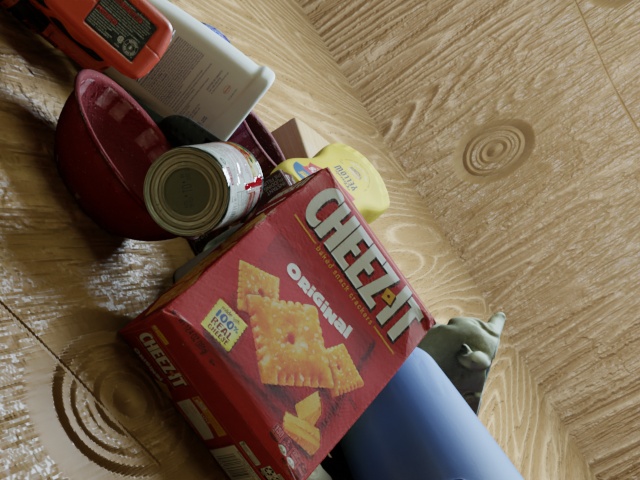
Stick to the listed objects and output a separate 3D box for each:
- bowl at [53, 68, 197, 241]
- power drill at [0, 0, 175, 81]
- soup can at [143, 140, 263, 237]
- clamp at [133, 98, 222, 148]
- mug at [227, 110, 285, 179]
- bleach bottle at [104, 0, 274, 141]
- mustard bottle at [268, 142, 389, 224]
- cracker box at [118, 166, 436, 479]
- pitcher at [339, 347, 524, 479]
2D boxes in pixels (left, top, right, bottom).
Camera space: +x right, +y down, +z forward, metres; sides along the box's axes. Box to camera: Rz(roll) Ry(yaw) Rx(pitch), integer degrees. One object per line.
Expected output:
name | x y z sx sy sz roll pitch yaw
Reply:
bowl | -0.163 -0.056 0.859 0.162 0.055 0.162 54 12 -17
power drill | -0.212 -0.198 0.864 0.184 0.057 0.188 38 -6 -34
soup can | -0.088 -0.041 0.817 0.068 0.068 0.102 57 12 0
clamp | -0.134 -0.090 0.978 0.120 0.039 0.172 42 -17 -22
mug | -0.088 -0.085 1.178 0.117 0.081 0.093 46 16 -44
bleach bottle | -0.170 -0.197 1.009 0.250 0.102 0.068 39 9 -10
mustard bottle | -0.005 -0.044 1.109 0.096 0.058 0.191 53 33 8
cracker box | -0.023 0.066 0.816 0.164 0.072 0.213 55 48 -9
pitcher | 0.091 0.200 0.881 0.144 0.149 0.243 18 22 -25
